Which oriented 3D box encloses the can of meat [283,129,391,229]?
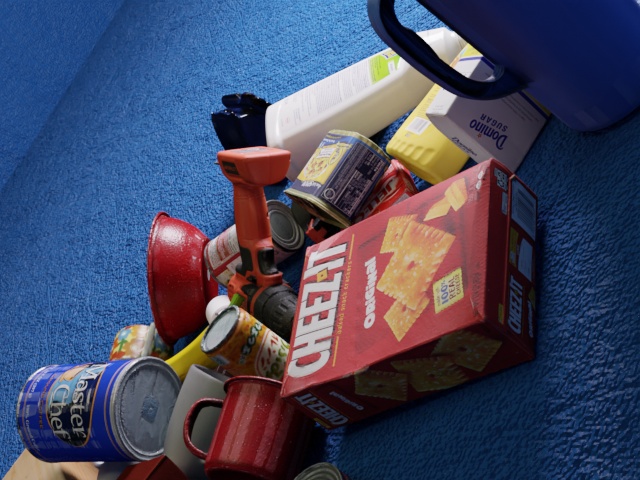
[{"bbox_3d":[0.018,-0.064,1.086,0.084,0.057,0.102,-56,22,-4],"label":"can of meat"}]

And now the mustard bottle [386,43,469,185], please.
[{"bbox_3d":[0.148,-0.145,1.039,0.191,0.058,0.096,-53,25,0],"label":"mustard bottle"}]

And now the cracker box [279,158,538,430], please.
[{"bbox_3d":[0.071,0.046,0.874,0.214,0.072,0.164,-26,39,37],"label":"cracker box"}]

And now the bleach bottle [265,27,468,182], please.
[{"bbox_3d":[0.061,-0.160,1.168,0.251,0.068,0.102,-26,39,17],"label":"bleach bottle"}]

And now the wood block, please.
[{"bbox_3d":[-0.280,0.296,1.164,0.090,0.090,0.206,-54,24,-6],"label":"wood block"}]

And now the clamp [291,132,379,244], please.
[{"bbox_3d":[0.005,-0.074,1.220,0.165,0.036,0.210,-21,39,40],"label":"clamp"}]

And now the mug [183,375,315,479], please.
[{"bbox_3d":[-0.063,0.171,0.925,0.093,0.117,0.081,90,-165,-60],"label":"mug"}]

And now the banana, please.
[{"bbox_3d":[-0.145,0.129,1.121,0.198,0.037,0.069,-35,21,34],"label":"banana"}]

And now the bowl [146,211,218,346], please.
[{"bbox_3d":[-0.158,0.044,1.268,0.055,0.162,0.162,-5,38,7],"label":"bowl"}]

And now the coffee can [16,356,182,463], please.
[{"bbox_3d":[-0.221,0.173,1.078,0.141,0.102,0.102,-8,46,34],"label":"coffee can"}]

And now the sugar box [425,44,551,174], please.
[{"bbox_3d":[0.177,-0.155,0.960,0.176,0.093,0.048,-55,23,-7],"label":"sugar box"}]

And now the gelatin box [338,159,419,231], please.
[{"bbox_3d":[0.059,-0.031,1.077,0.089,0.030,0.073,-45,25,16],"label":"gelatin box"}]

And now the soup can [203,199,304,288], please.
[{"bbox_3d":[-0.076,0.006,1.224,0.102,0.068,0.068,-34,30,35],"label":"soup can"}]

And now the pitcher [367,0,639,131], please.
[{"bbox_3d":[0.159,-0.189,0.853,0.149,0.242,0.145,-34,30,36],"label":"pitcher"}]

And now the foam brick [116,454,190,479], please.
[{"bbox_3d":[-0.161,0.241,0.995,0.078,0.051,0.053,-26,19,49],"label":"foam brick"}]

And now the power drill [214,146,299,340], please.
[{"bbox_3d":[-0.057,0.001,1.089,0.185,0.057,0.188,-160,65,-65],"label":"power drill"}]
